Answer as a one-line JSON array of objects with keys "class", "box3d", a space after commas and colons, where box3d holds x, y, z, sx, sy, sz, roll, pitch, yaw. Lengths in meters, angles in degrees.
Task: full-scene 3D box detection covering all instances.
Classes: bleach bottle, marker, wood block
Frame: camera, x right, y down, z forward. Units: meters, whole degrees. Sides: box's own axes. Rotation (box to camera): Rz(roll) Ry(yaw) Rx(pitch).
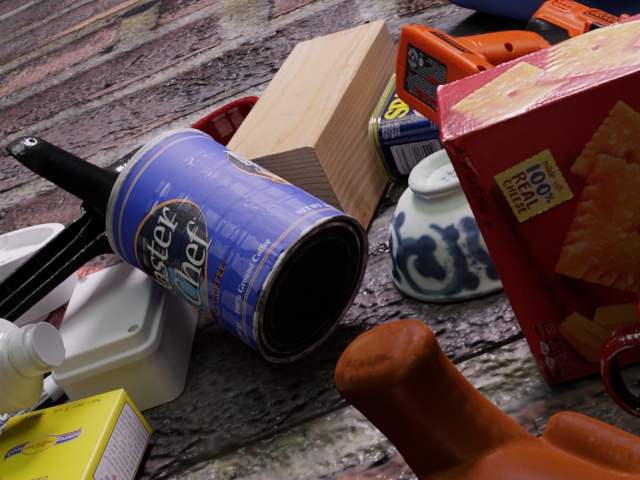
[{"class": "bleach bottle", "box3d": [-0.263, 0.111, 0.690, 0.251, 0.102, 0.068, -23, 39, 23]}, {"class": "marker", "box3d": [-0.209, 0.120, 0.753, 0.121, 0.020, 0.020, -40, 31, -25]}, {"class": "wood block", "box3d": [0.003, -0.082, 0.845, 0.090, 0.091, 0.205, -11, 32, 27]}]

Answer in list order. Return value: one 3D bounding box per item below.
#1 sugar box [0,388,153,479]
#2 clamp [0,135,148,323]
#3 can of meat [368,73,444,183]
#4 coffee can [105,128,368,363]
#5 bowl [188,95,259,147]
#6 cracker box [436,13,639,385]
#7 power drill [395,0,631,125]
[{"class": "sugar box", "box3d": [-0.166, 0.166, 0.609, 0.093, 0.048, 0.176, -18, 27, 20]}, {"class": "clamp", "box3d": [-0.144, -0.027, 0.722, 0.036, 0.165, 0.209, 43, 45, 19]}, {"class": "can of meat", "box3d": [0.094, -0.094, 0.828, 0.084, 0.057, 0.102, -7, 33, 27]}, {"class": "coffee can", "box3d": [-0.055, 0.001, 0.688, 0.140, 0.103, 0.102, 31, 58, 31]}, {"class": "bowl", "box3d": [-0.100, -0.051, 0.898, 0.162, 0.055, 0.162, -33, 22, 14]}, {"class": "cracker box", "box3d": [0.184, -0.031, 0.523, 0.214, 0.164, 0.072, -18, 30, 16]}, {"class": "power drill", "box3d": [0.161, -0.115, 0.736, 0.187, 0.057, 0.185, -12, 31, -27]}]
